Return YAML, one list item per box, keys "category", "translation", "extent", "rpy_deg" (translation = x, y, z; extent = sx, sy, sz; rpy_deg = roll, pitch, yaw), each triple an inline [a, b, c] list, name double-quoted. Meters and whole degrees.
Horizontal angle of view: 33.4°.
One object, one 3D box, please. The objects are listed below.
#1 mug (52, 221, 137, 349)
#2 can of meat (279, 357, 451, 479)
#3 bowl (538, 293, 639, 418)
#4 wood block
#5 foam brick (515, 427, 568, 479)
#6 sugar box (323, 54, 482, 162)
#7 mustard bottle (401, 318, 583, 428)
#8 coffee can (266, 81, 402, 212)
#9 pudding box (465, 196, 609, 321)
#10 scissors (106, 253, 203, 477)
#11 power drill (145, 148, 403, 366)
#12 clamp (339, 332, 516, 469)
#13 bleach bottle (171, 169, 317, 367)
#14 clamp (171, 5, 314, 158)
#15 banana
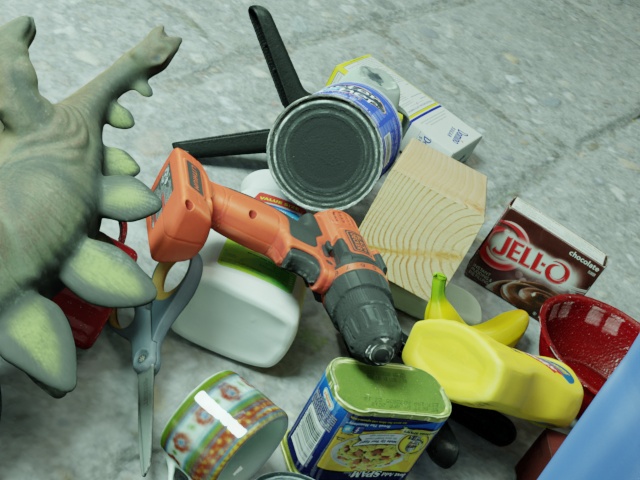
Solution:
- category: "mug"
  translation: [-0.180, 0.017, 0.771]
  extent: [0.081, 0.093, 0.117]
  rpy_deg: [27, 61, -10]
- category: "can of meat"
  translation: [0.034, 0.135, 0.779]
  extent: [0.101, 0.084, 0.057]
  rpy_deg: [9, 37, -27]
- category: "bowl"
  translation: [0.262, 0.124, 0.994]
  extent: [0.162, 0.055, 0.162]
  rpy_deg: [19, 33, -14]
- category: "wood block"
  translation: [0.095, -0.025, 0.994]
  extent: [0.091, 0.090, 0.206]
  rpy_deg: [29, 16, 2]
- category: "foam brick"
  translation: [0.192, 0.197, 0.840]
  extent: [0.051, 0.053, 0.078]
  rpy_deg: [21, 33, -11]
- category: "sugar box"
  translation: [0.097, -0.149, 1.265]
  extent: [0.176, 0.048, 0.093]
  rpy_deg: [41, 34, 13]
- category: "mustard bottle"
  translation: [0.157, 0.114, 0.863]
  extent: [0.096, 0.058, 0.191]
  rpy_deg: [21, -1, 45]
- category: "coffee can"
  translation: [0.016, -0.089, 0.973]
  extent: [0.103, 0.103, 0.140]
  rpy_deg: [30, 16, 3]
- category: "pudding box"
  translation: [0.216, 0.023, 1.067]
  extent: [0.113, 0.090, 0.039]
  rpy_deg: [32, 32, 5]
- category: "scissors"
  translation: [-0.110, 0.070, 0.755]
  extent: [0.016, 0.096, 0.202]
  rpy_deg: [45, 7, -37]
- category: "power drill"
  translation: [-0.033, 0.011, 0.787]
  extent: [0.187, 0.057, 0.184]
  rpy_deg: [24, 20, -24]
- category: "clamp"
  translation: [0.086, 0.119, 0.885]
  extent: [0.120, 0.039, 0.172]
  rpy_deg: [15, 28, -51]
- category: "bleach bottle"
  translation: [-0.056, 0.001, 0.922]
  extent: [0.102, 0.068, 0.250]
  rpy_deg: [25, 30, -10]
- category: "clamp"
  translation: [-0.035, -0.107, 1.064]
  extent: [0.209, 0.164, 0.036]
  rpy_deg: [37, -3, -24]
- category: "banana"
  translation: [0.137, 0.081, 0.939]
  extent: [0.037, 0.069, 0.197]
  rpy_deg: [31, 4, 32]
